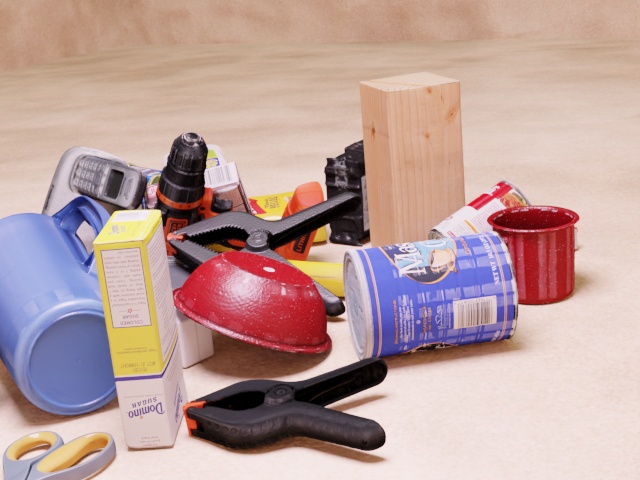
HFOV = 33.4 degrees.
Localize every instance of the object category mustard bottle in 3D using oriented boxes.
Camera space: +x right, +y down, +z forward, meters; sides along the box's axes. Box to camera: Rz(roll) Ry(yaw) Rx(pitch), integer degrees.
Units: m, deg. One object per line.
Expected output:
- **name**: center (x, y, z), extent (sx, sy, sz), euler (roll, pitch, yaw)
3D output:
- **mustard bottle**: center (-0.091, -0.023, 1.354), extent (0.191, 0.058, 0.096), euler (-7, 29, -4)

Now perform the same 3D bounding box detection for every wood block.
- **wood block**: center (0.107, -0.082, 1.237), extent (0.090, 0.206, 0.091), euler (-11, 19, -17)

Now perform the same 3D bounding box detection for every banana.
- **banana**: center (0.003, 0.040, 1.168), extent (0.198, 0.037, 0.069), euler (2, 4, 20)

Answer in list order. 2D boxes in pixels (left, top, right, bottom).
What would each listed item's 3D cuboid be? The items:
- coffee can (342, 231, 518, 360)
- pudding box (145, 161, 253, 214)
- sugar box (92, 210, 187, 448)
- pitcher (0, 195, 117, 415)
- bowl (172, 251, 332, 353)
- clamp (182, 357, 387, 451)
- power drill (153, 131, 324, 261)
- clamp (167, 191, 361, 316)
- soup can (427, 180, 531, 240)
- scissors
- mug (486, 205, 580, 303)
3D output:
- **coffee can**: center (0.099, 0.050, 0.985), extent (0.140, 0.103, 0.103), euler (-7, 17, -7)
- **pudding box**: center (-0.142, -0.039, 1.271), extent (0.113, 0.090, 0.039), euler (-14, 53, 2)
- **sugar box**: center (-0.145, 0.070, 0.868), extent (0.048, 0.176, 0.093), euler (-3, 17, 2)
- **pitcher**: center (-0.249, 0.059, 1.005), extent (0.144, 0.149, 0.243), euler (-13, 22, -23)
- **bowl**: center (-0.058, 0.051, 1.013), extent (0.162, 0.055, 0.162), euler (17, 10, -4)
- **clamp**: center (-0.022, 0.132, 0.866), extent (0.171, 0.039, 0.120), euler (-1, 16, 14)
- **power drill**: center (-0.094, -0.039, 1.208), extent (0.187, 0.185, 0.057), euler (7, 44, -15)
- **clamp**: center (-0.058, 0.001, 1.146), extent (0.210, 0.036, 0.164), euler (8, 49, 13)
- **soup can**: center (0.177, -0.010, 1.167), extent (0.102, 0.068, 0.069), euler (-34, 25, -12)
- **scissors**: center (-0.245, 0.187, 0.796), extent (0.096, 0.016, 0.201), euler (8, 22, 42)
- **mug**: center (0.210, 0.018, 1.094), extent (0.117, 0.081, 0.093), euler (-16, 20, -31)
